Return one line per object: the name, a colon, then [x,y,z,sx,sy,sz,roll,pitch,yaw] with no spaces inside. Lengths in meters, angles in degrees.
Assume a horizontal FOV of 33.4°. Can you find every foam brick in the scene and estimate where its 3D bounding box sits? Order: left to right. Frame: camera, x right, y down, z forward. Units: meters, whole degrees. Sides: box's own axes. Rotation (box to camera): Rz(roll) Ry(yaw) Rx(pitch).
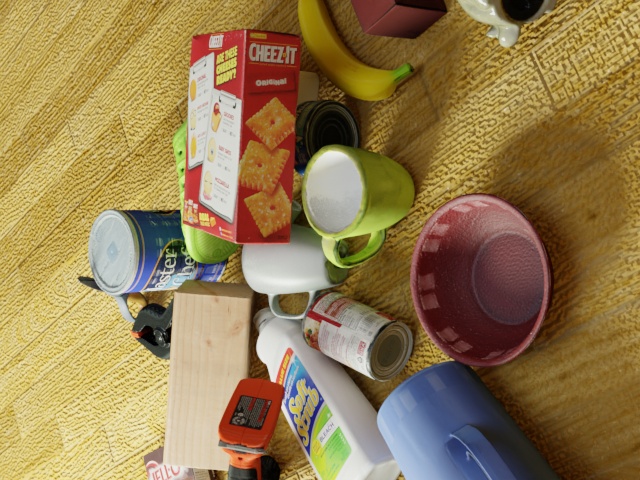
foam brick: [0.077,-0.238,1.064,0.053,0.078,0.051,-34,69,42]

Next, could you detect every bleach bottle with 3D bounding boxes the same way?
bleach bottle: [-0.007,0.176,1.182,0.251,0.067,0.103,52,128,35]

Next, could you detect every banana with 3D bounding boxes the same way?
banana: [0.025,-0.204,1.153,0.070,0.037,0.198,-53,55,12]

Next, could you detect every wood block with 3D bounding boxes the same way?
wood block: [-0.130,0.158,1.266,0.091,0.090,0.206,-77,-9,-82]

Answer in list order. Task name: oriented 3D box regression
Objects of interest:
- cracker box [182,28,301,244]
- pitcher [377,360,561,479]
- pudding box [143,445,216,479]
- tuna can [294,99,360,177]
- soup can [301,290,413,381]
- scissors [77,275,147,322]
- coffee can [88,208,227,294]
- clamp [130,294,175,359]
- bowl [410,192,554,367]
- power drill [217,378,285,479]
cracker box: [-0.085,-0.111,1.137,0.164,0.072,0.214,16,104,63]
pitcher: [0.152,0.225,0.961,0.149,0.144,0.243,-56,51,30]
pudding box: [-0.181,0.308,1.386,0.114,0.039,0.090,-32,68,42]
tuna can: [0.003,-0.107,1.141,0.034,0.085,0.086,2,93,46]
soup can: [0.039,0.100,1.124,0.102,0.068,0.068,22,107,44]
scissors: [-0.264,0.046,1.383,0.016,0.201,0.096,-1,66,13]
coffee can: [-0.200,0.012,1.320,0.103,0.140,0.103,2,93,47]
clamp: [-0.188,0.128,1.381,0.172,0.039,0.120,-16,95,56]
bowl: [0.161,0.036,0.999,0.162,0.055,0.162,1,91,46]
power drill: [-0.074,0.247,1.168,0.057,0.184,0.188,7,118,6]
